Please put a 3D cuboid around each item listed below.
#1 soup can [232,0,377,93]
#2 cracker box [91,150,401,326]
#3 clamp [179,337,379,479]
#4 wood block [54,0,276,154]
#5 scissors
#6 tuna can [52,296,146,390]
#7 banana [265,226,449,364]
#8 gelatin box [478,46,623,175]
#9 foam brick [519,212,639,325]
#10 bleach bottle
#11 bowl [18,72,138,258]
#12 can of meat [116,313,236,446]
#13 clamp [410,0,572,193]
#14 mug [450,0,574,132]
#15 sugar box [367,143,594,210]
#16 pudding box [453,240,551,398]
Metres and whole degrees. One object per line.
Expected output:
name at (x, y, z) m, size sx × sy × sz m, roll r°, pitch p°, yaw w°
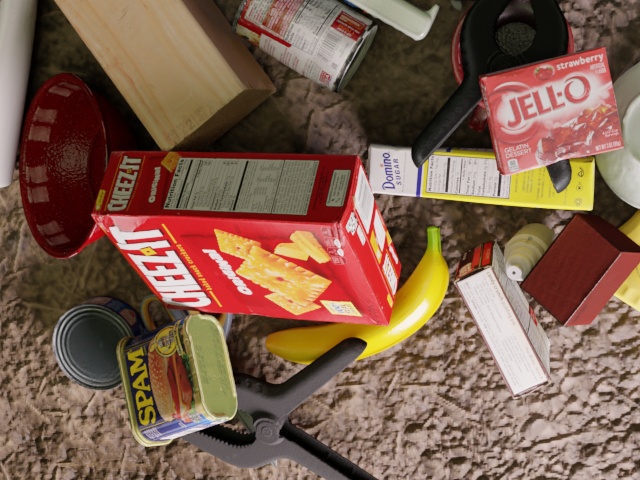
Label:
soup can at (-0.012, -0.176, 0.886) m, size 0.102 × 0.068 × 0.068 m, roll 31°, pitch 108°, yaw 4°
cracker box at (-0.056, 0.001, 0.878) m, size 0.214 × 0.164 × 0.072 m, roll 2°, pitch 59°, yaw 19°
clamp at (-0.039, 0.155, 0.967) m, size 0.210 × 0.036 × 0.164 m, roll 4°, pitch 112°, yaw 18°
wood block at (-0.141, -0.182, 0.892) m, size 0.090 × 0.090 × 0.206 m, roll -37°, pitch 86°, yaw 17°
scissors at (-0.083, 0.113, 1.000) m, size 0.202 × 0.016 × 0.096 m, roll 45°, pitch 108°, yaw -1°
tuna can at (-0.209, 0.097, 1.016) m, size 0.086 × 0.033 × 0.086 m, roll 3°, pitch 104°, yaw 12°
banana at (0.043, 0.067, 0.951) m, size 0.198 × 0.037 × 0.070 m, roll -34°, pitch 72°, yaw 16°
gelatin box at (0.163, -0.092, 0.759) m, size 0.089 × 0.030 × 0.073 m, roll -13°, pitch 99°, yaw 4°
foam brick at (0.208, 0.023, 0.847) m, size 0.051 × 0.052 × 0.078 m, roll 47°, pitch 114°, yaw 30°
bleach bottle at (-0.306, -0.179, 0.957) m, size 0.103 × 0.068 × 0.251 m, roll 18°, pitch 103°, yaw 22°
bowl at (-0.207, -0.065, 0.942) m, size 0.162 × 0.055 × 0.162 m, roll 1°, pitch 91°, yaw 49°
can of meat at (-0.127, 0.123, 0.952) m, size 0.084 × 0.057 × 0.102 m, roll -22°, pitch 73°, yaw 29°
clamp at (0.129, -0.122, 0.793) m, size 0.120 × 0.039 × 0.171 m, roll 2°, pitch 97°, yaw 6°
mug at (0.149, -0.141, 0.849) m, size 0.093 × 0.081 × 0.117 m, roll 24°, pitch 107°, yaw 7°
sugar box at (0.131, -0.053, 0.867) m, size 0.176 × 0.093 × 0.048 m, roll 2°, pitch 95°, yaw 13°
pudding box at (0.153, 0.063, 0.893) m, size 0.039 × 0.090 × 0.113 m, roll -28°, pitch 96°, yaw 17°
